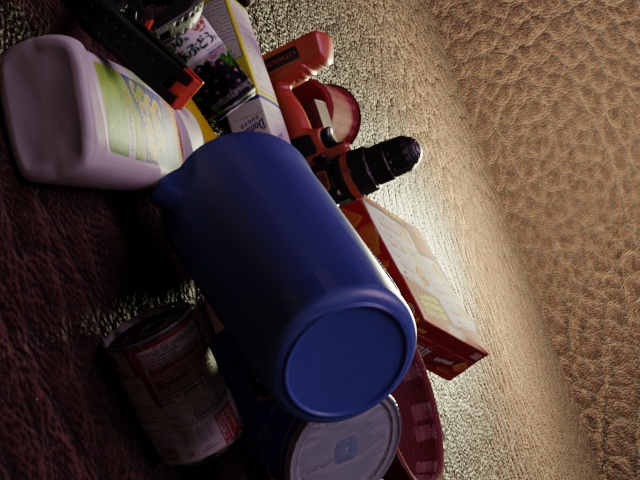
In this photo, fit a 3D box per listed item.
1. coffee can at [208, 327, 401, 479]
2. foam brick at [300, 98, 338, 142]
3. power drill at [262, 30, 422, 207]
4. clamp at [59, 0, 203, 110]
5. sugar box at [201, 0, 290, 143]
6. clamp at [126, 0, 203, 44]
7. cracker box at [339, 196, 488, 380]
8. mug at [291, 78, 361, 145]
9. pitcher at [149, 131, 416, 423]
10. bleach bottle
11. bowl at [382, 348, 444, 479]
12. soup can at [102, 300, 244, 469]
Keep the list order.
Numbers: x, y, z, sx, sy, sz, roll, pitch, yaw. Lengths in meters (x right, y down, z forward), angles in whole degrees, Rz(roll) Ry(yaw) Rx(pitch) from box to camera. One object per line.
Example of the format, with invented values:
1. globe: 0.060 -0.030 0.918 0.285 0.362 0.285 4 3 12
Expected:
1. coffee can: -0.020 0.130 0.830 0.140 0.102 0.102 30 -21 49
2. foam brick: -0.027 -0.124 1.227 0.053 0.078 0.051 -11 82 -75
3. power drill: 0.003 -0.126 1.149 0.057 0.185 0.188 21 49 -67
4. clamp: -0.159 -0.168 0.806 0.210 0.036 0.164 43 7 17
5. sugar box: -0.078 -0.157 1.093 0.093 0.048 0.176 10 63 -78
6. clamp: -0.133 -0.238 0.981 0.039 0.120 0.171 86 2 -56
7. cracker box: 0.100 0.056 1.315 0.164 0.072 0.214 29 28 -49
8. mug: -0.016 -0.159 1.303 0.117 0.093 0.081 44 15 19
9. pitcher: -0.017 0.026 0.793 0.243 0.149 0.145 52 -15 54
10. bleach bottle: -0.151 -0.090 0.834 0.250 0.068 0.102 -6 86 -74
11. bowl: 0.053 0.143 0.918 0.162 0.055 0.162 54 25 -41
12. soup can: -0.104 0.104 0.768 0.068 0.069 0.102 -63 132 -67
